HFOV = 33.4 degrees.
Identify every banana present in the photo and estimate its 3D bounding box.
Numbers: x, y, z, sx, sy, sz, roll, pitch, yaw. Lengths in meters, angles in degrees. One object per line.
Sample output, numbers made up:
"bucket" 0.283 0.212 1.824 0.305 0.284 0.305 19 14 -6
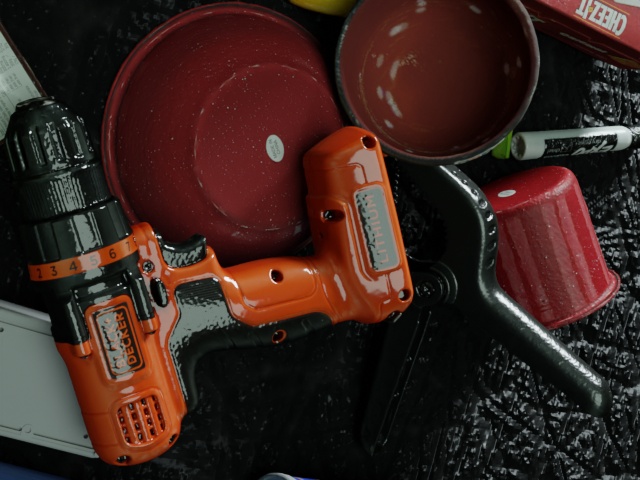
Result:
"banana" 0.070 -0.126 0.660 0.197 0.037 0.069 32 83 -27

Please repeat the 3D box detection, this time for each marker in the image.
"marker" 0.185 -0.069 0.738 0.120 0.020 0.020 -7 101 -26

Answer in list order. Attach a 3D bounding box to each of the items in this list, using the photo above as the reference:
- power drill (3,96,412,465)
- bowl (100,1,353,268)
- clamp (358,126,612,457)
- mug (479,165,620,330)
"power drill" -0.054 0.001 0.545 0.187 0.057 0.184 -18 103 -22
"bowl" -0.039 -0.055 0.607 0.161 0.055 0.162 -5 101 -27
"clamp" 0.064 0.033 0.657 0.210 0.165 0.036 66 26 -1
"mug" 0.143 -0.001 0.694 0.117 0.093 0.081 -34 109 -40
